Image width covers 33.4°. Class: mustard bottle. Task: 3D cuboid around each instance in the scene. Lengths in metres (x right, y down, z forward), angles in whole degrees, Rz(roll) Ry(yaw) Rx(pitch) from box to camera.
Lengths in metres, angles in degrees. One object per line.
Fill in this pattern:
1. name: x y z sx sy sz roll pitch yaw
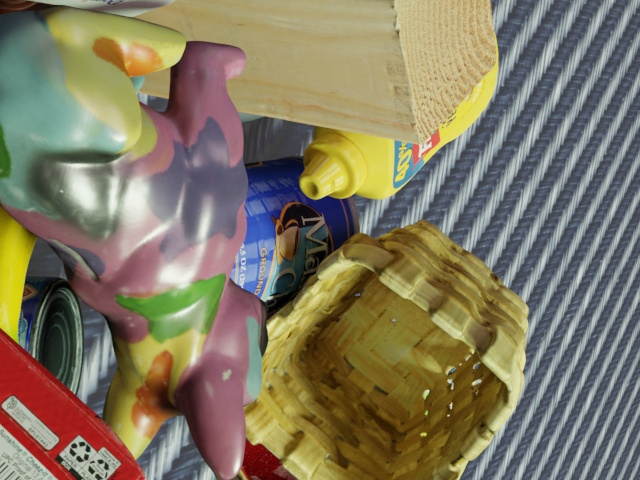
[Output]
1. mustard bottle: 0.048 -0.082 0.702 0.191 0.058 0.096 -42 144 -38

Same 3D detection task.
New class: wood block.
1. wood block: -0.015 -0.129 0.609 0.090 0.206 0.090 -47 137 -35

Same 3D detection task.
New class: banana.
1. banana: -0.150 -0.016 0.577 0.069 0.037 0.197 63 29 -33

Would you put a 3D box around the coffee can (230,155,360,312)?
1. coffee can: -0.055 0.001 0.696 0.140 0.103 0.103 -13 113 -53

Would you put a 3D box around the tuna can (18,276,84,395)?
1. tuna can: -0.160 0.062 0.594 0.086 0.034 0.086 2 90 -84
